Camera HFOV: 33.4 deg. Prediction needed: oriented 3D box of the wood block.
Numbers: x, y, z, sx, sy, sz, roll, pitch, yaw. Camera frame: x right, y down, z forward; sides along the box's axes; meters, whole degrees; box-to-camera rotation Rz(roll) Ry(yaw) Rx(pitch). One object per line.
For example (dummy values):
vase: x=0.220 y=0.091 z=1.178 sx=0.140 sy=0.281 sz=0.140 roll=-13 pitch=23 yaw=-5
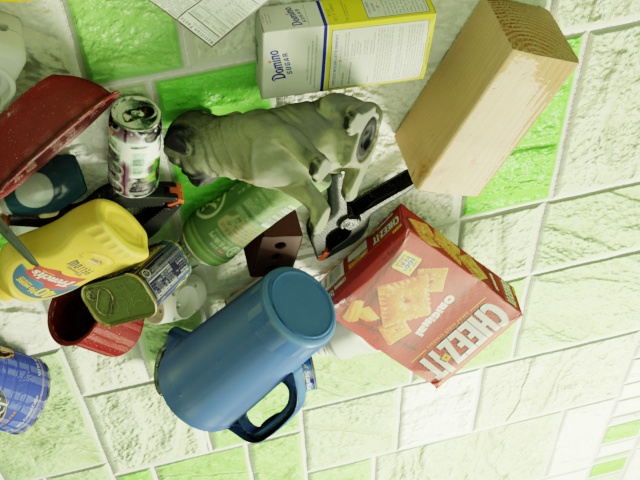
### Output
wood block: x=0.175 y=-0.151 z=1.161 sx=0.090 sy=0.091 sz=0.206 roll=5 pitch=137 yaw=-28

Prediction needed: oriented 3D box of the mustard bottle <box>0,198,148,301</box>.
mustard bottle: x=-0.290 y=0.021 z=1.162 sx=0.192 sy=0.058 sz=0.096 roll=-22 pitch=148 yaw=18

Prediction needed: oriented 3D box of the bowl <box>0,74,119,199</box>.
bowl: x=-0.270 y=-0.109 z=1.021 sx=0.162 sy=0.162 sz=0.055 roll=-38 pitch=100 yaw=24

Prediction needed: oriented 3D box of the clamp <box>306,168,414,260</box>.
clamp: x=0.042 y=-0.037 z=1.295 sx=0.120 sy=0.039 sz=0.172 roll=3 pitch=144 yaw=-19

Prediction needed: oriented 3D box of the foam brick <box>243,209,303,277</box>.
foam brick: x=-0.058 y=0.002 z=1.290 sx=0.053 sy=0.051 sz=0.078 roll=-2 pitch=140 yaw=-19

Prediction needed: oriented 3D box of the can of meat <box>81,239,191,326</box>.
can of meat: x=-0.207 y=0.047 z=1.216 sx=0.102 sy=0.083 sz=0.057 roll=-16 pitch=111 yaw=37

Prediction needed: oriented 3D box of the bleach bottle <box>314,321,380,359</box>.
bleach bottle: x=0.110 y=0.116 z=1.495 sx=0.251 sy=0.068 sz=0.102 roll=-19 pitch=147 yaw=6

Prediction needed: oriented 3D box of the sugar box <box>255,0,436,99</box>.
sugar box: x=0.023 y=-0.198 z=1.079 sx=0.176 sy=0.048 sz=0.093 roll=-6 pitch=142 yaw=-9

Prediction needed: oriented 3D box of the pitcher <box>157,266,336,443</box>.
pitcher: x=-0.083 y=0.142 z=1.327 sx=0.149 sy=0.145 sz=0.243 roll=22 pitch=138 yaw=-28

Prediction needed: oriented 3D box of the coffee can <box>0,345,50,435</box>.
coffee can: x=-0.422 y=0.175 z=1.319 sx=0.103 sy=0.103 sz=0.140 roll=-36 pitch=139 yaw=23

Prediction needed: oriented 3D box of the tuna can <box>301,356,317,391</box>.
tuna can: x=-0.030 y=0.169 z=1.484 sx=0.033 sy=0.086 sz=0.086 roll=-12 pitch=142 yaw=-6

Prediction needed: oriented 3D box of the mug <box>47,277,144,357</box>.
mug: x=-0.263 y=0.083 z=1.293 sx=0.081 sy=0.093 sz=0.117 roll=32 pitch=85 yaw=-51

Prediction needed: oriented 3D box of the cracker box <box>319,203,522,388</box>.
cracker box: x=0.129 y=0.077 z=1.382 sx=0.213 sy=0.072 sz=0.164 roll=36 pitch=114 yaw=-23

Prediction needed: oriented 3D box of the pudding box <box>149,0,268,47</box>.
pudding box: x=-0.093 y=-0.242 z=0.983 sx=0.114 sy=0.039 sz=0.089 roll=-33 pitch=141 yaw=22

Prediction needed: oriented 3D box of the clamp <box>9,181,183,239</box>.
clamp: x=-0.250 y=-0.013 z=1.207 sx=0.210 sy=0.036 sz=0.164 roll=-16 pitch=143 yaw=3
